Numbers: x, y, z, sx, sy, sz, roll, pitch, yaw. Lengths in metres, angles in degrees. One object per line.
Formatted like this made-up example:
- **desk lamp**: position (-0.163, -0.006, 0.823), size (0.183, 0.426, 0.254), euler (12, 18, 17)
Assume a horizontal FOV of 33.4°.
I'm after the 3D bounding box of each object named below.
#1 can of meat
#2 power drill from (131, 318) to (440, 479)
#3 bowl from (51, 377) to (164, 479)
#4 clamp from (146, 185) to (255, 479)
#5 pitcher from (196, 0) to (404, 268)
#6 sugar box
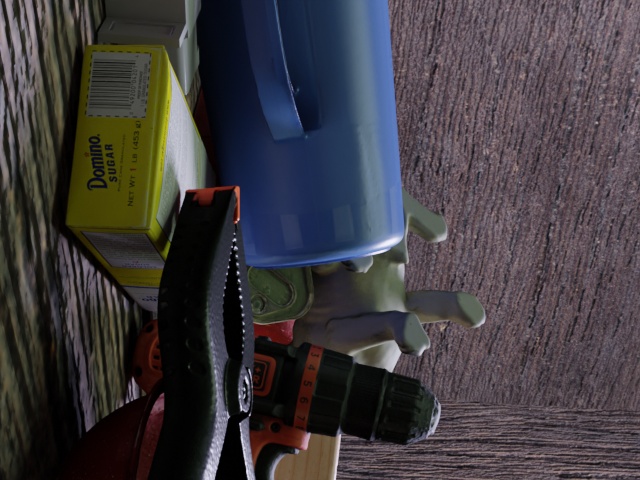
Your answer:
- **can of meat**: position (-0.052, 0.010, 0.772), size (0.084, 0.057, 0.102), euler (168, -86, -65)
- **power drill**: position (-0.036, 0.149, 0.618), size (0.057, 0.184, 0.187), euler (77, 26, -75)
- **bowl**: position (-0.091, 0.147, 0.509), size (0.162, 0.055, 0.162), euler (-5, 90, -83)
- **clamp**: position (-0.053, 0.073, 0.485), size (0.164, 0.036, 0.210), euler (48, 40, -76)
- **pitcher**: position (-0.017, -0.108, 0.652), size (0.145, 0.148, 0.243), euler (-3, -83, 52)
- **sugar box**: position (-0.090, -0.024, 0.569), size (0.176, 0.048, 0.093), euler (91, 2, -73)
